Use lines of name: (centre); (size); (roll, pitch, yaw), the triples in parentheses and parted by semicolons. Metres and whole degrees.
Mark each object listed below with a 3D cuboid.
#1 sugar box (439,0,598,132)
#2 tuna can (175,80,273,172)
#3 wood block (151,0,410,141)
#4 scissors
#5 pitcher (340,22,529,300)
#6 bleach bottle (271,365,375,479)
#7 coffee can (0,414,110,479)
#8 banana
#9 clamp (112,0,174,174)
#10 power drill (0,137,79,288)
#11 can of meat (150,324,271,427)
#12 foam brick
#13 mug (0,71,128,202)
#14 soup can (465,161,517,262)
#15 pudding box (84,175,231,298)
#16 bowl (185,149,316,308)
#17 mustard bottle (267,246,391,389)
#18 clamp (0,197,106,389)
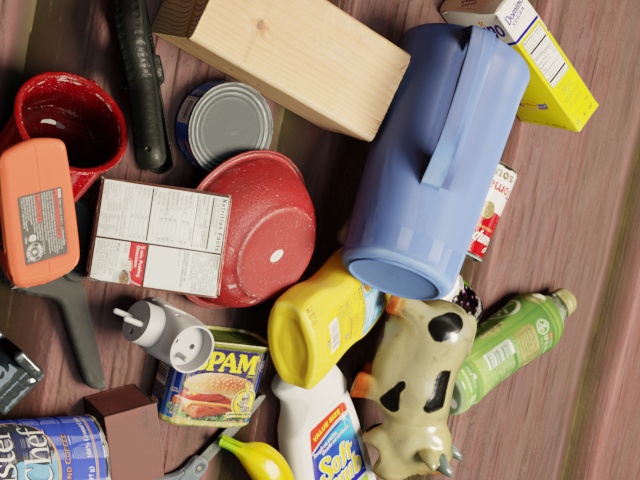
sugar box: (0.205, -0.188, 1.102); (0.176, 0.093, 0.048); (42, 78, -32)
tuna can: (-0.088, -0.102, 0.972); (0.086, 0.034, 0.086); (-9, 107, -31)
wood block: (-0.032, -0.176, 0.955); (0.205, 0.090, 0.091); (26, 89, -35)
scissors: (-0.137, 0.218, 1.032); (0.096, 0.016, 0.201); (37, 82, -38)
pitcher: (0.105, -0.075, 0.996); (0.149, 0.145, 0.242); (38, 63, -44)
bleach bottle: (-0.003, 0.217, 1.093); (0.102, 0.068, 0.251); (-26, 112, -26)
coffee can: (-0.261, 0.201, 0.898); (0.140, 0.103, 0.103); (2, 101, -33)
banana: (-0.053, 0.275, 1.073); (0.037, 0.070, 0.198); (-50, 138, -58)
clamp: (-0.149, -0.133, 0.900); (0.039, 0.120, 0.171); (-6, 83, -9)
power drill: (-0.255, -0.051, 0.788); (0.057, 0.188, 0.184); (-22, 117, -39)
can of meat: (-0.105, 0.127, 1.007); (0.101, 0.058, 0.084); (10, 99, -34)
foam brick: (-0.179, 0.180, 0.976); (0.052, 0.051, 0.078); (-12, 109, -31)
mug: (-0.211, -0.083, 0.861); (0.093, 0.082, 0.117); (30, 49, -19)
soup can: (0.158, -0.036, 1.126); (0.068, 0.069, 0.102); (25, 88, -35)
pudding box: (-0.136, -0.003, 0.900); (0.113, 0.039, 0.090); (9, 88, -11)
bowl: (-0.056, 0.001, 0.980); (0.161, 0.055, 0.162); (-25, 130, -34)
mustard bottle: (0.024, 0.057, 1.045); (0.191, 0.058, 0.096); (-39, 132, -46)
clamp: (-0.216, 0.028, 0.922); (0.209, 0.036, 0.164); (34, 83, -38)
